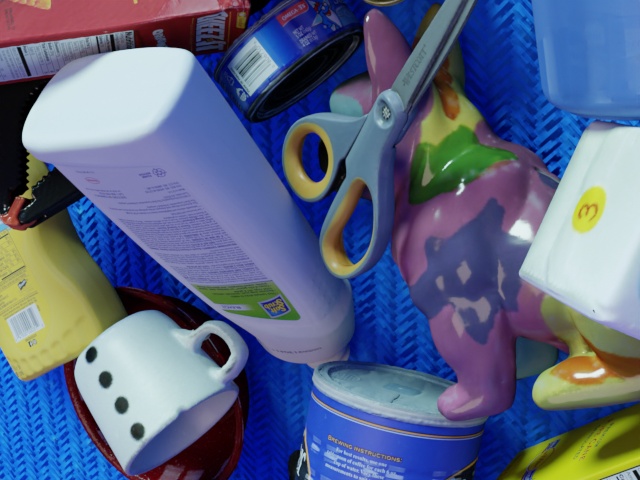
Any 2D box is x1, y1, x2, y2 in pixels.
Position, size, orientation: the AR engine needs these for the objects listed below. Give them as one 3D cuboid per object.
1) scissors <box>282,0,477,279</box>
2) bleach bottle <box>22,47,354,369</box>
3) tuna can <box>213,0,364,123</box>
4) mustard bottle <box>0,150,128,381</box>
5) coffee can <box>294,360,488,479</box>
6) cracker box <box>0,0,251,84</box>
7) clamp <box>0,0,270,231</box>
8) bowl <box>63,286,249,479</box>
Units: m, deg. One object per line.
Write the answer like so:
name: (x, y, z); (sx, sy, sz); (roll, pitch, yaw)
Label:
scissors: (0.023, -0.068, 0.518); (0.096, 0.016, 0.202); (48, 139, 33)
bleach bottle: (-0.054, 0.001, 0.615); (0.103, 0.068, 0.250); (0, 144, 32)
tuna can: (-0.017, -0.105, 0.604); (0.034, 0.086, 0.086); (52, 127, 4)
mustard bottle: (-0.208, -0.007, 0.714); (0.096, 0.058, 0.191); (-27, 91, 36)
coffee can: (0.034, 0.151, 0.617); (0.103, 0.102, 0.140); (14, 97, 29)
cracker box: (-0.156, -0.175, 0.576); (0.072, 0.213, 0.164); (129, 130, -78)
clamp: (-0.144, -0.108, 0.623); (0.164, 0.036, 0.210); (30, 82, 0)
bowl: (-0.106, 0.100, 0.759); (0.162, 0.055, 0.162); (12, 114, 30)
